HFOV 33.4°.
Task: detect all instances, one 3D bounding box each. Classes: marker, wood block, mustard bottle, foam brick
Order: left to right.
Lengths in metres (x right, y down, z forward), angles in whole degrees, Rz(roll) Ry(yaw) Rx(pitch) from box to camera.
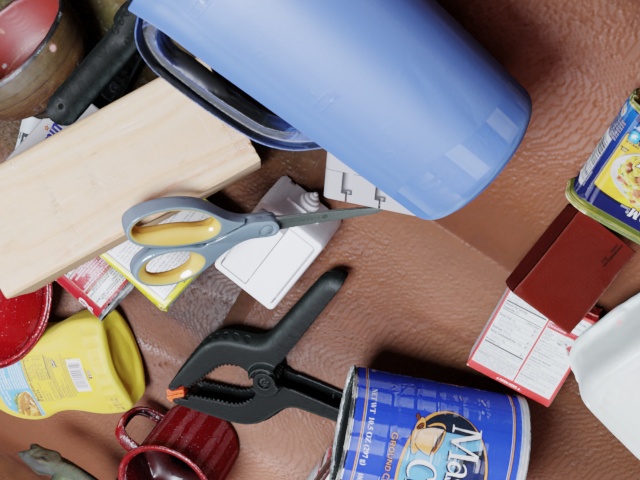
[{"bbox_3d":[-0.259,-0.048,0.910,0.020,0.020,0.121,18,95,11],"label":"marker"},{"bbox_3d":[-0.263,0.120,1.000,0.192,0.058,0.096,-9,110,24],"label":"mustard bottle"},{"bbox_3d":[-0.155,-0.047,0.800,0.206,0.091,0.090,-29,93,-1],"label":"wood block"},{"bbox_3d":[0.180,0.020,0.776,0.053,0.051,0.078,39,95,-1],"label":"foam brick"}]

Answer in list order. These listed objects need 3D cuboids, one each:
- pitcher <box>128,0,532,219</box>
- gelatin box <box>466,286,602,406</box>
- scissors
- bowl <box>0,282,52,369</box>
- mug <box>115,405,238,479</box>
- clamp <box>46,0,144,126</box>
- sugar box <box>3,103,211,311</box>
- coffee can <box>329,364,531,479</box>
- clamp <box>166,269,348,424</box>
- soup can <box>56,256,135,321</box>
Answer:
[{"bbox_3d":[0.006,-0.118,0.673,0.242,0.149,0.145,38,86,-14],"label":"pitcher"},{"bbox_3d":[0.167,0.076,0.837,0.073,0.030,0.089,27,118,6],"label":"gelatin box"},{"bbox_3d":[-0.055,0.001,0.796,0.201,0.016,0.096,3,137,-30],"label":"scissors"},{"bbox_3d":[-0.321,0.041,0.954,0.162,0.055,0.162,2,95,23],"label":"bowl"},{"bbox_3d":[-0.135,0.196,0.978,0.117,0.081,0.093,37,122,-1],"label":"mug"},{"bbox_3d":[-0.139,-0.153,0.788,0.039,0.120,0.172,35,118,-8],"label":"clamp"},{"bbox_3d":[-0.164,-0.032,0.873,0.176,0.048,0.093,40,81,0],"label":"sugar box"},{"bbox_3d":[0.085,0.162,0.849,0.140,0.102,0.103,11,119,-2],"label":"coffee can"},{"bbox_3d":[-0.036,0.122,0.931,0.210,0.036,0.164,-19,109,25],"label":"clamp"},{"bbox_3d":[-0.204,0.011,0.919,0.102,0.068,0.069,42,121,-3],"label":"soup can"}]
